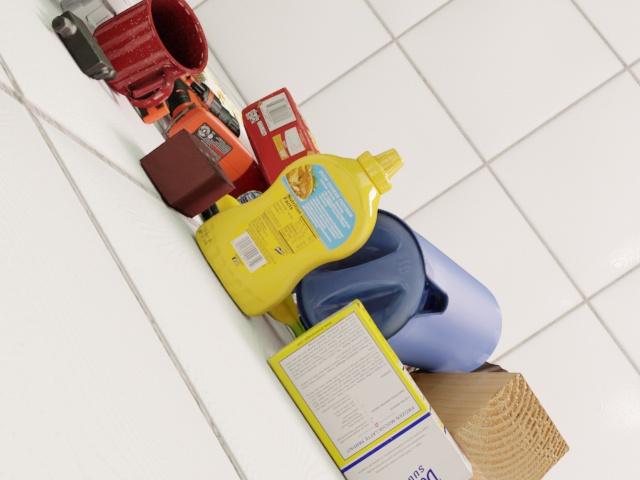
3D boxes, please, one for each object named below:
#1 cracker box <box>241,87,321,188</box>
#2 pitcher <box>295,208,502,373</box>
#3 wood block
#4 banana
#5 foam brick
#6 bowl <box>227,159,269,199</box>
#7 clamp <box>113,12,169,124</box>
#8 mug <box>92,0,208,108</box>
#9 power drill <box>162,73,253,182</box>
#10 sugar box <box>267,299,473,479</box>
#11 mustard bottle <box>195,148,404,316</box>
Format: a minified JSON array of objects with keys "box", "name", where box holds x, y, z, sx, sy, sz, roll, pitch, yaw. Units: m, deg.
[{"box":[-0.016,-0.062,1.326,0.213,0.072,0.164,59,7,-61],"name":"cracker box"},{"box":[0.081,0.060,1.057,0.242,0.145,0.149,28,32,-57],"name":"pitcher"},{"box":[0.128,0.188,1.031,0.091,0.090,0.206,55,-24,-9],"name":"wood block"},{"box":[-0.073,0.014,1.078,0.198,0.037,0.069,59,-13,29],"name":"banana"},{"box":[-0.119,-0.059,0.962,0.053,0.051,0.078,56,4,10],"name":"foam brick"},{"box":[-0.087,-0.056,1.369,0.162,0.055,0.162,56,3,-6],"name":"bowl"},{"box":[-0.200,-0.187,1.170,0.171,0.039,0.120,64,11,26],"name":"clamp"},{"box":[-0.169,-0.181,1.051,0.093,0.082,0.117,28,47,-53],"name":"mug"},{"box":[-0.143,-0.142,1.276,0.184,0.057,0.188,40,10,-38],"name":"power drill"},{"box":[0.043,0.147,0.907,0.176,0.093,0.048,56,5,1],"name":"sugar box"},{"box":[-0.009,-0.021,0.948,0.096,0.191,0.058,56,4,10],"name":"mustard bottle"}]
